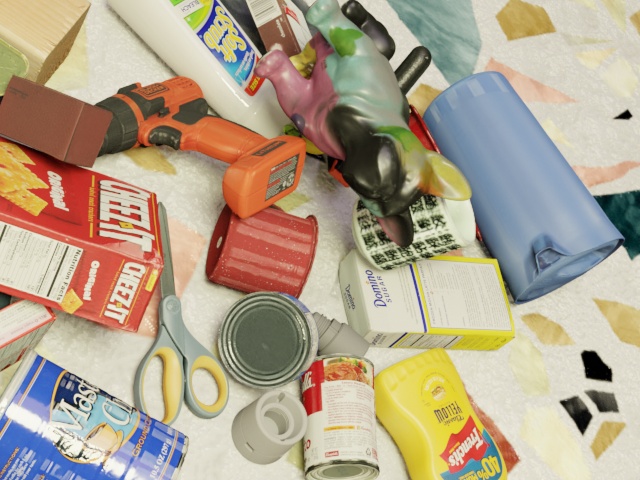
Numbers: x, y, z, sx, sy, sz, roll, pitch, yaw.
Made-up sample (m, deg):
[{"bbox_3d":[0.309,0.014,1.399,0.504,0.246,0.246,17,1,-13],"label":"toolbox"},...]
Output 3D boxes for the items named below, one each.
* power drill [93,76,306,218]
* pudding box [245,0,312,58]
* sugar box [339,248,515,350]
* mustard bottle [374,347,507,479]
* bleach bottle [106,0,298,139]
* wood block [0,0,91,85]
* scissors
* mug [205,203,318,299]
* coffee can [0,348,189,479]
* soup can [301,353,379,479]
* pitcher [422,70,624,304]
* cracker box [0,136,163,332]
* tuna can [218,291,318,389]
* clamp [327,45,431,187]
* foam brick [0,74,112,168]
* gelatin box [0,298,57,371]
[{"bbox_3d":[-0.122,-0.088,0.976,0.188,0.057,0.184,28,35,22],"label":"power drill"},{"bbox_3d":[-0.033,-0.212,1.144,0.090,0.039,0.113,31,37,-66],"label":"pudding box"},{"bbox_3d":[0.108,0.062,1.084,0.176,0.048,0.093,4,59,-25],"label":"sugar box"},{"bbox_3d":[0.121,0.200,0.998,0.096,0.058,0.192,-15,70,-41],"label":"mustard bottle"},{"bbox_3d":[-0.101,-0.185,1.101,0.251,0.068,0.102,47,39,-3],"label":"bleach bottle"},{"bbox_3d":[-0.328,-0.225,0.973,0.206,0.090,0.090,34,51,-9],"label":"wood block"},{"bbox_3d":[-0.117,0.071,0.942,0.096,0.016,0.201,19,65,-28],"label":"scissors"},{"bbox_3d":[-0.057,0.001,0.999,0.081,0.093,0.117,17,40,-16],"label":"mug"},{"bbox_3d":[-0.186,0.161,0.811,0.140,0.103,0.102,31,51,-11],"label":"coffee can"},{"bbox_3d":[0.018,0.161,0.954,0.068,0.069,0.102,12,57,-24],"label":"soup can"},{"bbox_3d":[0.217,-0.060,1.178,0.144,0.149,0.243,-21,71,-23],"label":"pitcher"},{"bbox_3d":[-0.238,-0.021,0.864,0.213,0.072,0.164,20,19,-18],"label":"cracker box"},{"bbox_3d":[-0.045,0.088,0.946,0.086,0.086,0.033,55,10,9],"label":"tuna can"},{"bbox_3d":[0.046,-0.131,1.147,0.039,0.120,0.171,39,69,-18],"label":"clamp"},{"bbox_3d":[-0.226,-0.100,0.901,0.078,0.053,0.051,23,3,18],"label":"foam brick"},{"bbox_3d":[-0.258,0.082,0.835,0.089,0.073,0.030,-32,82,-40],"label":"gelatin box"}]
